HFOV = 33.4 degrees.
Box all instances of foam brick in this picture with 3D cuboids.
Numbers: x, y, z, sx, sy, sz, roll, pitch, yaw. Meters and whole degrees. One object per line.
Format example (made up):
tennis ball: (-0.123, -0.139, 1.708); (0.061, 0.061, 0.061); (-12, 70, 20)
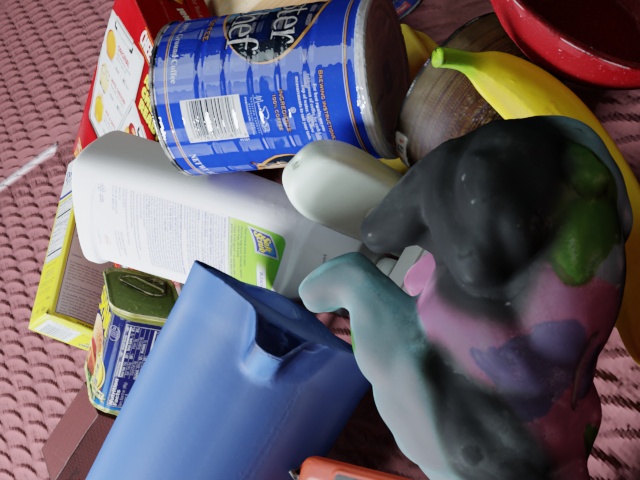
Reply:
foam brick: (-0.191, 0.169, 0.903); (0.078, 0.052, 0.051); (-55, 34, 10)

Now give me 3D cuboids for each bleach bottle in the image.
bleach bottle: (-0.055, 0.001, 0.744); (0.251, 0.102, 0.068); (19, 41, 23)

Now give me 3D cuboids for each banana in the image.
banana: (0.134, -0.028, 0.563); (0.198, 0.069, 0.037); (56, 157, 11)

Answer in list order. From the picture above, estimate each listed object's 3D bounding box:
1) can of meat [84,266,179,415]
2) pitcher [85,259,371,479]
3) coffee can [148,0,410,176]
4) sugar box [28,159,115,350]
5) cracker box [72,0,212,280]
can of meat: (-0.145, 0.078, 0.819); (0.102, 0.057, 0.084); (-130, 53, -67)
pitcher: (-0.075, 0.144, 0.663); (0.145, 0.149, 0.243); (29, 89, 44)
coffee can: (-0.023, -0.096, 0.675); (0.140, 0.102, 0.103); (-4, 60, 20)
sugar box: (-0.204, 0.013, 0.994); (0.048, 0.093, 0.176); (-29, 45, 42)
cracker box: (-0.135, -0.085, 0.890); (0.164, 0.072, 0.214); (65, 144, 28)
